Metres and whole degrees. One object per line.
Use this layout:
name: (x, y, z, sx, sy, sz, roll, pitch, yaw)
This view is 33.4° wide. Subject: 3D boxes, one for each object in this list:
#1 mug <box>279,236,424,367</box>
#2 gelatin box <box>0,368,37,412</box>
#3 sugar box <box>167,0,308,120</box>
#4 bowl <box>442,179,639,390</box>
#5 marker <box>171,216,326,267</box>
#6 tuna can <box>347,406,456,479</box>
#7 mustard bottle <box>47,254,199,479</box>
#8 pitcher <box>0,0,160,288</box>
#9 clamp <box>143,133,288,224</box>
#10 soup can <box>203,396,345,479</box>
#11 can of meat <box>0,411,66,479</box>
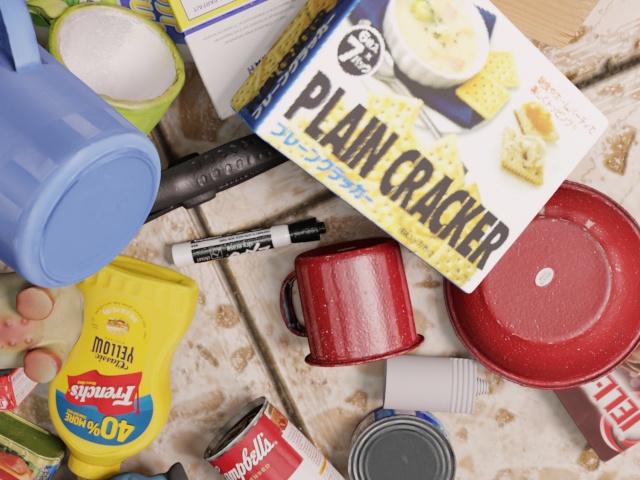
mug: (0.017, 0.045, 0.813, 0.117, 0.093, 0.081, -6, 97, 39)
gelatin box: (-0.259, 0.109, 0.823, 0.073, 0.089, 0.030, -8, 102, 3)
sugar box: (-0.063, -0.180, 0.730, 0.093, 0.048, 0.176, -23, 101, -2)
bowl: (0.168, 0.031, 0.791, 0.162, 0.055, 0.162, -1, 85, 14)
marker: (-0.055, 0.001, 0.834, 0.121, 0.020, 0.020, -11, 100, 3)
tuna can: (0.065, 0.176, 0.856, 0.086, 0.033, 0.086, 0, 100, 1)
mustard bottle: (-0.162, 0.111, 0.837, 0.096, 0.058, 0.192, 16, 101, 4)
pitcher: (-0.213, -0.088, 0.646, 0.243, 0.149, 0.145, 36, 81, 21)
clamp: (-0.102, -0.040, 0.789, 0.209, 0.165, 0.036, -24, 91, -18)
soup can: (-0.033, 0.183, 0.843, 0.068, 0.068, 0.102, -42, 98, 8)
can of meat: (-0.266, 0.184, 0.855, 0.102, 0.057, 0.084, 28, 98, -4)
